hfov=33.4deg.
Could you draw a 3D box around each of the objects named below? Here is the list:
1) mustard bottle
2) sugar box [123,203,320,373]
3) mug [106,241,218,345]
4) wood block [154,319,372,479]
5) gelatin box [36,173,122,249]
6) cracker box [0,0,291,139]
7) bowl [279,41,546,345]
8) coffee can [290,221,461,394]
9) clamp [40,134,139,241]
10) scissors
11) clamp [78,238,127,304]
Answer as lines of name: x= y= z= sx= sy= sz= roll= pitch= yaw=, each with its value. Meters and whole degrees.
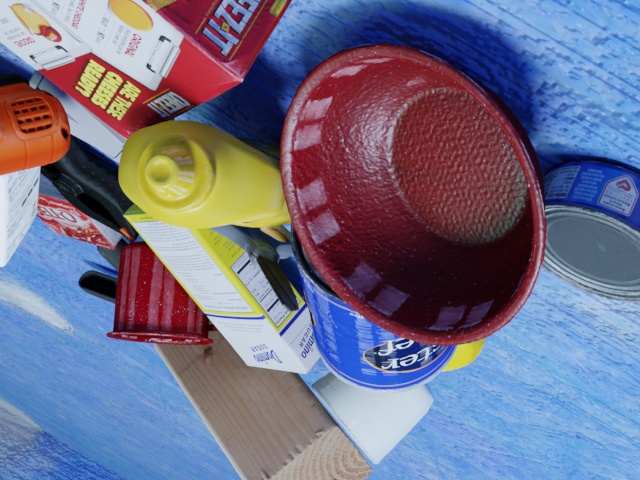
mustard bottle: x=-0.064 y=-0.037 z=0.622 sx=0.096 sy=0.058 sz=0.191 roll=14 pitch=-177 yaw=9
sugar box: x=-0.073 y=0.030 z=0.863 sx=0.094 sy=0.048 sz=0.176 roll=-1 pitch=133 yaw=53
mug: x=-0.126 y=0.048 z=0.935 sx=0.117 sy=0.081 sz=0.093 roll=8 pitch=169 yaw=-27
wood block: x=-0.055 y=0.148 z=0.957 sx=0.206 sy=0.091 sz=0.090 roll=47 pitch=173 yaw=44
gelatin box: x=-0.233 y=-0.030 z=0.986 sx=0.089 sy=0.030 sz=0.073 roll=14 pitch=153 yaw=33
cracker box: x=-0.140 y=-0.156 z=0.557 sx=0.213 sy=0.072 sz=0.164 roll=38 pitch=158 yaw=-21
bowl: x=0.056 y=-0.029 z=0.553 sx=0.162 sy=0.055 sz=0.162 roll=21 pitch=125 yaw=34
coffee can: x=0.039 y=0.025 z=0.675 sx=0.103 sy=0.102 sz=0.140 roll=23 pitch=156 yaw=17
clamp: x=-0.202 y=-0.061 z=0.876 sx=0.171 sy=0.039 sz=0.120 roll=37 pitch=162 yaw=-25
scissors: x=-0.055 y=0.001 z=0.715 sx=0.096 sy=0.016 sz=0.201 roll=26 pitch=-170 yaw=-4
clamp: x=-0.156 y=0.071 z=1.097 sx=0.210 sy=0.036 sz=0.165 roll=36 pitch=157 yaw=-14
